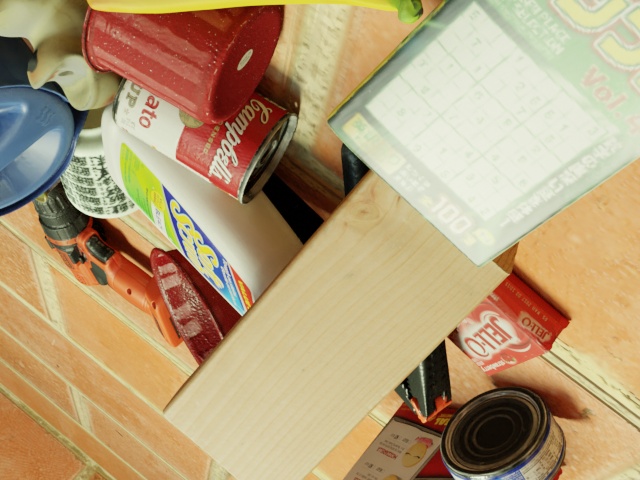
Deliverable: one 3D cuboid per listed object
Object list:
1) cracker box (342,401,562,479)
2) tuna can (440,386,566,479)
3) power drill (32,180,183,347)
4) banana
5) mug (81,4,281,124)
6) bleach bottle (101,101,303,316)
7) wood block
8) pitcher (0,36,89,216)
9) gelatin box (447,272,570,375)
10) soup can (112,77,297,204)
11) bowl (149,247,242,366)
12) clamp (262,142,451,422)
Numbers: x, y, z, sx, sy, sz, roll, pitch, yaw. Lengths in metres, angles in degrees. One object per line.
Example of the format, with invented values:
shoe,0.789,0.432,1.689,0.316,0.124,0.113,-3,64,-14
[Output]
cracker box,0.070,0.234,0.851,0.072,0.213,0.164,49,155,-19
tuna can,0.130,0.147,0.769,0.086,0.086,0.033,8,140,51
power drill,-0.211,0.020,1.103,0.188,0.057,0.184,33,159,24
banana,-0.025,-0.131,0.525,0.198,0.069,0.037,8,114,32
mug,-0.074,-0.119,0.624,0.081,0.093,0.117,31,-177,11
bleach bottle,-0.055,0.001,0.740,0.251,0.068,0.103,46,154,23
wood block,0.012,0.046,0.623,0.091,0.090,0.206,41,114,0
pitcher,-0.294,-0.134,0.775,0.149,0.145,0.243,7,-139,-55
gelatin box,0.109,0.049,0.699,0.073,0.030,0.089,42,157,-2
soup can,-0.075,-0.078,0.695,0.102,0.068,0.068,32,156,6
bowl,-0.092,0.066,0.971,0.162,0.055,0.162,50,158,28
clamp,0.035,0.024,0.714,0.210,0.036,0.165,59,154,-1
